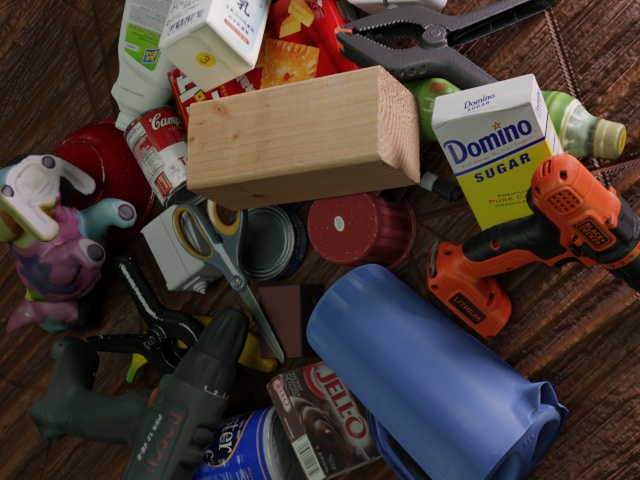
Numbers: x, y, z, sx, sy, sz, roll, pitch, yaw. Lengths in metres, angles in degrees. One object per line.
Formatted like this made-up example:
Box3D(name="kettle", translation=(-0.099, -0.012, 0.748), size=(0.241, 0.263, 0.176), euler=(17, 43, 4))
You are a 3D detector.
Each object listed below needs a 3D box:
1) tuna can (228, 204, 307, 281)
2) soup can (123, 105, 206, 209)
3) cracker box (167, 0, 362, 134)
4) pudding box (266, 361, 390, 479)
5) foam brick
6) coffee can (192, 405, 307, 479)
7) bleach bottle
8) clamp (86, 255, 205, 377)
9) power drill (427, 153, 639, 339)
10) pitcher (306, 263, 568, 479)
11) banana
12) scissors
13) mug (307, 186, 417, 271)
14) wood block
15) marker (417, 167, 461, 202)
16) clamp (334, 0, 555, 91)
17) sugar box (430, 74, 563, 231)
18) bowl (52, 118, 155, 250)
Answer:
Box3D(name="tuna can", translation=(-0.058, 0.001, 1.153), size=(0.086, 0.033, 0.086), euler=(-2, 85, 28))
Box3D(name="soup can", translation=(-0.168, -0.091, 1.200), size=(0.069, 0.068, 0.102), euler=(-39, 70, 20))
Box3D(name="cracker box", translation=(-0.045, -0.155, 1.136), size=(0.214, 0.072, 0.164), euler=(-27, 74, 24))
Box3D(name="pudding box", translation=(0.009, 0.178, 1.071), size=(0.039, 0.089, 0.113), euler=(-41, 68, 50))
Box3D(name="foam brick", translation=(-0.030, 0.086, 1.121), size=(0.051, 0.052, 0.078), euler=(-5, 84, 27))
Box3D(name="coffee can", translation=(-0.084, 0.233, 1.110), size=(0.140, 0.102, 0.103), euler=(-19, 78, 26))
Box3D(name="bleach bottle", translation=(-0.190, -0.247, 1.227), size=(0.103, 0.068, 0.251), euler=(25, 100, 28))
Box3D(name="clamp", translation=(-0.183, 0.109, 1.166), size=(0.171, 0.039, 0.120), euler=(40, 121, 17))
Box3D(name="power drill", translation=(0.205, 0.021, 0.966), size=(0.188, 0.184, 0.057), euler=(-32, 27, 34))
Box3D(name="pitcher", translation=(0.098, 0.142, 1.014), size=(0.149, 0.145, 0.243), euler=(-44, 62, -8))
Box3D(name="banana", translation=(-0.136, 0.117, 1.187), size=(0.198, 0.037, 0.069), euler=(-8, 96, 28))
Box3D(name="scissors", translation=(-0.077, 0.024, 1.107), size=(0.202, 0.016, 0.096), euler=(45, 109, 18))
Box3D(name="mug", translation=(0.047, -0.023, 1.072), size=(0.117, 0.081, 0.093), euler=(-49, 66, 16))
Box3D(name="wood block", translation=(-0.018, -0.092, 1.019), size=(0.206, 0.090, 0.090), euler=(-7, 74, 27))
Box3D(name="marker", translation=(0.091, -0.071, 1.087), size=(0.121, 0.020, 0.020), euler=(30, 100, 27))
Box3D(name="clamp", translation=(0.119, -0.193, 1.023), size=(0.210, 0.036, 0.164), euler=(13, 57, 22))
Box3D(name="sugar box", translation=(0.174, -0.061, 0.963), size=(0.093, 0.176, 0.048), euler=(-11, 43, 27))
Box3D(name="bowl", translation=(-0.274, -0.069, 1.262), size=(0.162, 0.055, 0.162), euler=(-3, 85, 28))
